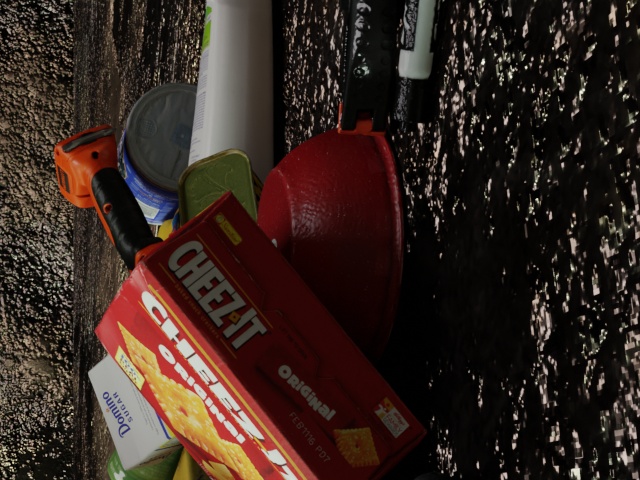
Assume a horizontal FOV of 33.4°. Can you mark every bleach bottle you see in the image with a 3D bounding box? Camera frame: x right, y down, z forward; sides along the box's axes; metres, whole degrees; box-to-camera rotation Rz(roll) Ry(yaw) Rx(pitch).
[{"bbox_3d":[-0.068,-0.144,0.861,0.103,0.068,0.251,176,97,-73],"label":"bleach bottle"}]

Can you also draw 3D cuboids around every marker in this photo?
[{"bbox_3d":[0.051,-0.115,0.544,0.020,0.020,0.121,-137,50,-67],"label":"marker"}]

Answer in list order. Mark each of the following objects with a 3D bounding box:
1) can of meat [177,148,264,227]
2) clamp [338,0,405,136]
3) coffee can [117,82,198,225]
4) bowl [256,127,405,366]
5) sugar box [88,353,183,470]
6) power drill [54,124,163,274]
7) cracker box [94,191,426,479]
[{"bbox_3d":[-0.055,0.001,0.757,0.084,0.057,0.102,55,-161,-51],"label":"can of meat"},{"bbox_3d":[0.029,-0.141,0.569,0.120,0.039,0.171,-61,-29,-82],"label":"clamp"},{"bbox_3d":[-0.143,-0.080,1.024,0.140,0.102,0.103,144,125,-69],"label":"coffee can"},{"bbox_3d":[-0.003,0.002,0.651,0.162,0.055,0.162,-179,90,-73],"label":"bowl"},{"bbox_3d":[-0.107,0.102,0.839,0.177,0.048,0.093,-39,67,37],"label":"sugar box"},{"bbox_3d":[-0.173,0.004,0.961,0.188,0.057,0.185,57,156,18],"label":"power drill"},{"bbox_3d":[-0.050,0.080,0.632,0.164,0.072,0.214,50,158,0],"label":"cracker box"}]
